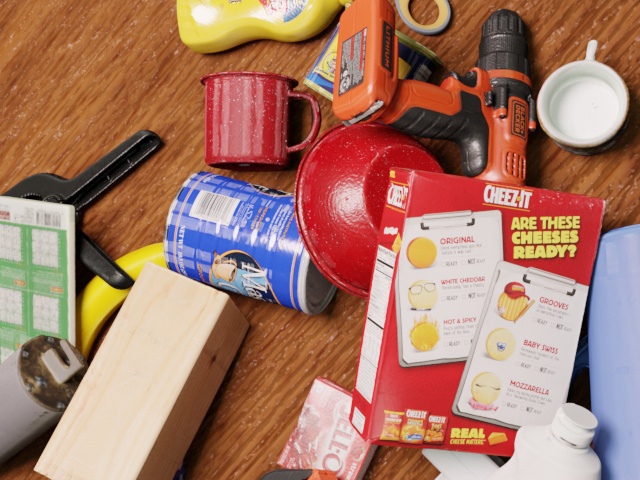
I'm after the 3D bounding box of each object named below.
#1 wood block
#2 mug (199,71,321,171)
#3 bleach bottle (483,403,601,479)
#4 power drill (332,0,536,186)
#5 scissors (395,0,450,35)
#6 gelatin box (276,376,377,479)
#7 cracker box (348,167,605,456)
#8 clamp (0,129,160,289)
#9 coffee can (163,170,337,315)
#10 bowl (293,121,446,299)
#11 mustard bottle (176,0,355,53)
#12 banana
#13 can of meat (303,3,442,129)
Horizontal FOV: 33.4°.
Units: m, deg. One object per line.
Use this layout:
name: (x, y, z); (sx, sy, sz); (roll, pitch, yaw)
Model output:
wood block: (-0.155, 0.138, 0.961); (0.090, 0.091, 0.206); (21, 73, 18)
mug: (-0.056, -0.109, 0.993); (0.117, 0.093, 0.081); (0, 87, 14)
bleach bottle: (0.144, 0.229, 0.835); (0.103, 0.067, 0.251); (35, 120, 30)
power drill: (0.103, -0.139, 0.896); (0.057, 0.187, 0.184); (-27, 52, 52)
scissors: (0.057, -0.256, 1.013); (0.202, 0.016, 0.096); (19, 89, 20)
gelatin box: (0.013, 0.178, 0.960); (0.073, 0.030, 0.089); (25, 91, 19)
cracker box: (0.121, 0.058, 0.849); (0.164, 0.072, 0.214); (8, 95, -15)
clamp: (-0.255, -0.017, 1.056); (0.210, 0.036, 0.164); (-11, 63, 22)
coffee can: (-0.056, 0.001, 0.969); (0.140, 0.102, 0.103); (14, 87, 19)
bowl: (0.060, -0.031, 0.909); (0.055, 0.161, 0.162); (-18, 73, 59)
mustard bottle: (-0.040, -0.237, 1.020); (0.192, 0.058, 0.096); (-3, 77, 17)
banana: (-0.206, 0.068, 1.046); (0.069, 0.037, 0.198); (35, 96, -3)
can of meat: (0.047, -0.155, 0.982); (0.102, 0.057, 0.084); (34, 96, 20)
